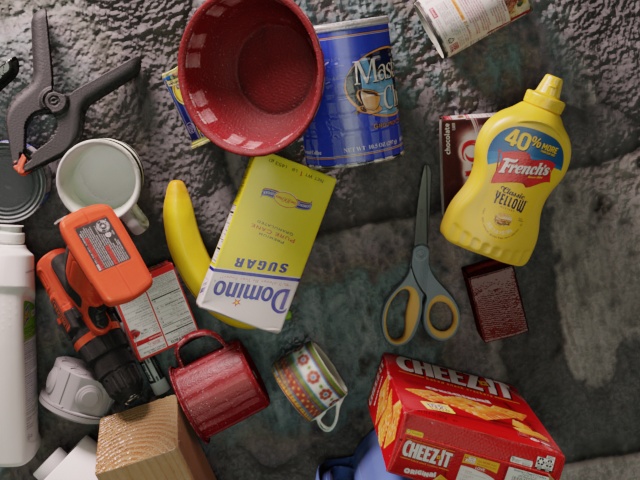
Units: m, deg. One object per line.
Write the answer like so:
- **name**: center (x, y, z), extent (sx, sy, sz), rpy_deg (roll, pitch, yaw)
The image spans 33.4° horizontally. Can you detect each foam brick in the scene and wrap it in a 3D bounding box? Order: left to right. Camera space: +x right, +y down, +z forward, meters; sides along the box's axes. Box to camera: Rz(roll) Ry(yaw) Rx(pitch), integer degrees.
- **foam brick**: center (0.189, 0.063, 1.154), extent (0.051, 0.053, 0.078), rpy_deg (-15, 102, 2)

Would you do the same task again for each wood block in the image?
- **wood block**: center (-0.158, 0.280, 1.143), extent (0.090, 0.091, 0.206), rpy_deg (-18, 120, 2)

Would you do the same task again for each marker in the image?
- **marker**: center (-0.200, 0.114, 1.176), extent (0.020, 0.020, 0.121), rpy_deg (-24, 101, 4)

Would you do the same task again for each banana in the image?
- **banana**: center (-0.118, 0.029, 1.154), extent (0.069, 0.037, 0.197), rpy_deg (-41, 101, -11)

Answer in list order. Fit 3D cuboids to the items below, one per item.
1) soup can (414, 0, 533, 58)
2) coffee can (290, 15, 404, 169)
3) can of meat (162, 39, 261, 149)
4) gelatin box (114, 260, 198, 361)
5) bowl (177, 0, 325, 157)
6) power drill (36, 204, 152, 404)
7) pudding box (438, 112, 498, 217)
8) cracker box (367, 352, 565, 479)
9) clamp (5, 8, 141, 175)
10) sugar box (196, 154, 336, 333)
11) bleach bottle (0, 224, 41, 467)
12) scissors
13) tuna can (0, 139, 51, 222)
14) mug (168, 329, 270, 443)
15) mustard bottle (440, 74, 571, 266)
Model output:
- **soup can**: center (0.155, -0.238, 1.085), extent (0.102, 0.068, 0.068), rpy_deg (-29, 101, 6)
- **coffee can**: center (0.027, -0.151, 1.083), extent (0.103, 0.103, 0.140), rpy_deg (-8, 102, 1)
- **can of meat**: center (-0.103, -0.154, 1.105), extent (0.102, 0.057, 0.084), rpy_deg (-24, 98, 3)
- **gelatin box**: center (-0.180, 0.076, 1.153), extent (0.073, 0.030, 0.089), rpy_deg (-24, 102, -17)
- **bowl**: center (-0.057, -0.163, 1.029), extent (0.162, 0.055, 0.162), rpy_deg (5, 102, 26)
- **power drill**: center (-0.221, 0.062, 1.070), extent (0.057, 0.188, 0.184), rpy_deg (-27, 76, -31)
- **pudding box**: center (0.172, -0.078, 1.132), extent (0.090, 0.039, 0.113), rpy_deg (-4, 102, 0)
- **cracker box**: center (0.142, 0.190, 1.098), extent (0.164, 0.213, 0.072), rpy_deg (16, 99, -5)
- **clamp**: center (-0.279, -0.151, 1.098), extent (0.120, 0.039, 0.171), rpy_deg (34, 80, 1)
- **sugar box**: center (-0.057, 0.001, 1.122), extent (0.093, 0.048, 0.176), rpy_deg (20, 87, -12)
- **bleach bottle**: center (-0.334, 0.108, 1.143), extent (0.068, 0.102, 0.251), rpy_deg (2, 95, -6)
- **scissors**: center (0.125, 0.026, 1.165), extent (0.096, 0.016, 0.202), rpy_deg (18, 101, -6)
- **tuna can**: center (-0.330, -0.064, 1.130), extent (0.086, 0.034, 0.086), rpy_deg (0, 102, -1)
- **mug**: center (-0.112, 0.149, 1.150), extent (0.081, 0.093, 0.117), rpy_deg (-27, 99, 0)
- **mustard bottle**: center (0.200, -0.076, 1.083), extent (0.096, 0.058, 0.192), rpy_deg (20, 102, -8)
